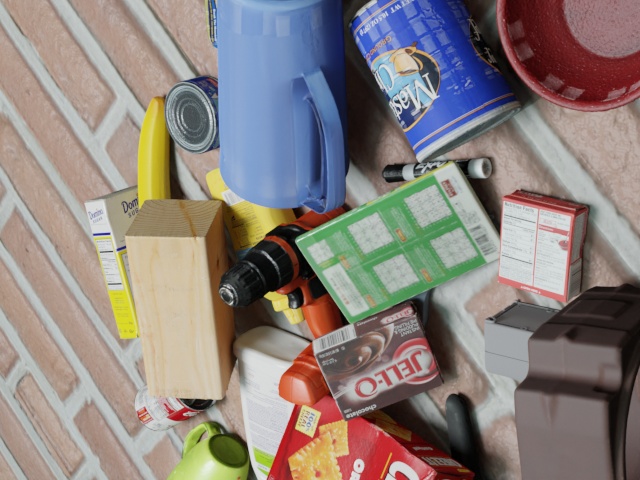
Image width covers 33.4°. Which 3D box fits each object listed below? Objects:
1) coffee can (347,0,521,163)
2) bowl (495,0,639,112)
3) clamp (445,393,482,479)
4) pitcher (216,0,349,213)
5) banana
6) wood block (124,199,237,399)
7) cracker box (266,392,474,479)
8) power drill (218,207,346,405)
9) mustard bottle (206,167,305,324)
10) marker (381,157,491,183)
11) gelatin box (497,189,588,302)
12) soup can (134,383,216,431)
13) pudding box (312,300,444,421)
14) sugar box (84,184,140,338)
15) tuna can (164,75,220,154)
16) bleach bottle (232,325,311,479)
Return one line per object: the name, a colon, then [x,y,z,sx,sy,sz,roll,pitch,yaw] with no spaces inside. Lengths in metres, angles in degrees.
coffee can: [0.101,-0.154,0.952,0.103,0.102,0.140,-31,85,43]
bowl: [0.225,-0.188,0.863,0.162,0.055,0.162,16,117,36]
clamp: [0.155,0.271,1.116,0.210,0.036,0.165,49,132,21]
pitcher: [-0.030,-0.148,0.994,0.149,0.145,0.243,13,141,11]
banana: [-0.192,-0.068,1.266,0.070,0.037,0.198,-16,78,55]
wood block: [-0.150,0.066,1.186,0.090,0.090,0.206,1,118,7]
cracker box: [0.038,0.265,1.125,0.214,0.072,0.164,29,100,47]
power drill: [-0.023,0.074,1.107,0.057,0.184,0.187,12,124,39]
mustard bottle: [-0.057,0.001,1.180,0.096,0.058,0.191,-17,95,45]
marker: [0.110,-0.067,1.036,0.121,0.020,0.020,-1,106,41]
gelatin box: [0.202,0.004,0.976,0.073,0.030,0.089,17,117,37]
soup can: [-0.185,0.198,1.361,0.102,0.068,0.068,-33,84,44]
pudding box: [0.059,0.123,1.087,0.113,0.039,0.090,-21,114,6]
sugar box: [-0.222,0.024,1.309,0.048,0.093,0.176,-7,101,42]
tuna can: [-0.137,-0.142,1.211,0.086,0.033,0.086,16,117,36]
bleach bottle: [-0.050,0.232,1.262,0.103,0.067,0.251,18,120,34]
